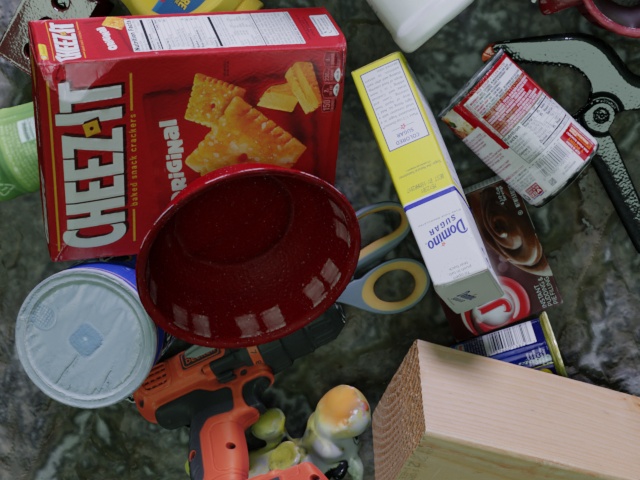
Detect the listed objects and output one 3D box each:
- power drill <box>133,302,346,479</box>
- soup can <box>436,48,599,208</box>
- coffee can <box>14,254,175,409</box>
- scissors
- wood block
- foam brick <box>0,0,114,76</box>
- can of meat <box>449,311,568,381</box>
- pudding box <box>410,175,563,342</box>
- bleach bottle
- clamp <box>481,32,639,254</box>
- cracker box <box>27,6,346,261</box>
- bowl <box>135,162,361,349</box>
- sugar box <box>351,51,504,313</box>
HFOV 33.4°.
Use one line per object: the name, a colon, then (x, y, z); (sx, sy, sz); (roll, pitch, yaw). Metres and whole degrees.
power drill: (-0.046, 0.137, 0.817); (0.184, 0.188, 0.057); (-26, 132, 2)
soup can: (0.146, -0.082, 0.785); (0.102, 0.068, 0.068); (43, 100, -2)
coffee can: (-0.162, 0.059, 0.825); (0.103, 0.140, 0.103); (1, 100, 4)
scissors: (0.000, 0.053, 0.823); (0.202, 0.016, 0.096); (-42, 104, 2)
wood block: (0.150, 0.155, 0.777); (0.206, 0.091, 0.090); (15, 127, -13)
foam brick: (-0.207, -0.167, 0.834); (0.053, 0.051, 0.078); (32, 101, -2)
can of meat: (0.153, 0.115, 0.840); (0.084, 0.057, 0.102); (-18, 125, 10)
pudding box: (0.129, 0.013, 0.845); (0.090, 0.039, 0.113); (-22, 97, 9)
bleach bottle: (0.010, -0.253, 0.775); (0.068, 0.102, 0.251); (-39, 95, 11)
clamp: (0.215, -0.088, 0.821); (0.210, 0.036, 0.165); (22, 107, 4)
cracker box: (-0.094, -0.075, 0.768); (0.213, 0.072, 0.164); (-6, 127, -16)
bowl: (-0.055, 0.001, 0.758); (0.162, 0.055, 0.162); (-10, 131, -12)
sugar box: (0.078, -0.040, 0.779); (0.048, 0.093, 0.176); (-21, 70, 11)
